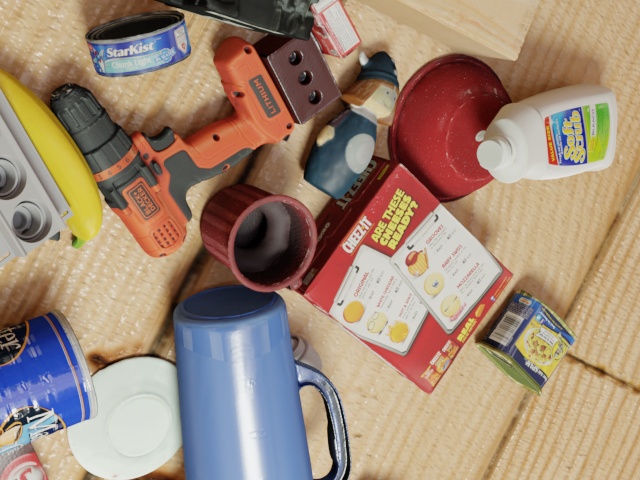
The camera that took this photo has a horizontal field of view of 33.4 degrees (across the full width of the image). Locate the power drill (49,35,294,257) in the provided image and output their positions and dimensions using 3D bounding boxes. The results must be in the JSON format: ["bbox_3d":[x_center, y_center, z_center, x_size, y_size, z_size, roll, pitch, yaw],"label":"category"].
[{"bbox_3d":[-0.129,-0.102,0.961,0.187,0.057,0.184,-38,123,-13],"label":"power drill"}]

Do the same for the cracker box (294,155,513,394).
[{"bbox_3d":[0.083,0.037,1.123,0.213,0.072,0.164,40,83,-33],"label":"cracker box"}]

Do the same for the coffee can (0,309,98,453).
[{"bbox_3d":[-0.276,0.130,0.917,0.140,0.103,0.103,-20,115,-25],"label":"coffee can"}]

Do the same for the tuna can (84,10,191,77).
[{"bbox_3d":[-0.154,-0.167,0.906,0.086,0.086,0.034,-23,117,-24],"label":"tuna can"}]

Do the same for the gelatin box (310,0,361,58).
[{"bbox_3d":[-0.008,-0.214,0.987,0.030,0.073,0.089,-40,122,-13],"label":"gelatin box"}]

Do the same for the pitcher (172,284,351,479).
[{"bbox_3d":[-0.066,0.170,1.043,0.149,0.145,0.243,-32,122,-56],"label":"pitcher"}]

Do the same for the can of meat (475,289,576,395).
[{"bbox_3d":[0.244,0.119,1.255,0.102,0.058,0.084,43,79,-34],"label":"can of meat"}]

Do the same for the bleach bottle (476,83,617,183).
[{"bbox_3d":[0.234,-0.102,1.115,0.250,0.068,0.102,-22,117,-51],"label":"bleach bottle"}]

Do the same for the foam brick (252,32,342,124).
[{"bbox_3d":[-0.026,-0.157,1.007,0.053,0.051,0.078,-38,121,-15],"label":"foam brick"}]

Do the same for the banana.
[{"bbox_3d":[-0.233,-0.070,0.899,0.198,0.070,0.037,66,34,-27],"label":"banana"}]

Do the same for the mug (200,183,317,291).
[{"bbox_3d":[-0.057,0.001,1.020,0.093,0.082,0.117,-44,122,-12],"label":"mug"}]

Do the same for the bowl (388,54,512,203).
[{"bbox_3d":[0.153,-0.113,1.127,0.161,0.055,0.162,-10,110,-29],"label":"bowl"}]

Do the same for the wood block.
[{"bbox_3d":[0.106,-0.255,1.032,0.205,0.091,0.090,19,94,-34],"label":"wood block"}]
